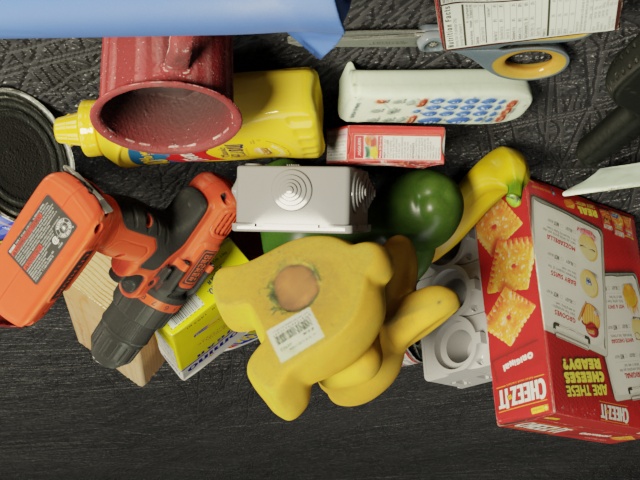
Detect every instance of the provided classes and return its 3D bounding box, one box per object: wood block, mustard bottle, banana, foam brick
[{"bbox_3d":[-0.181,0.057,1.025,0.090,0.090,0.206,35,158,7],"label":"wood block"},{"bbox_3d":[-0.094,-0.085,0.761,0.191,0.058,0.096,-3,170,4],"label":"mustard bottle"},{"bbox_3d":[0.131,-0.035,0.902,0.037,0.069,0.198,37,159,-1],"label":"banana"},{"bbox_3d":[-0.056,0.001,0.990,0.078,0.051,0.053,9,156,-26],"label":"foam brick"}]

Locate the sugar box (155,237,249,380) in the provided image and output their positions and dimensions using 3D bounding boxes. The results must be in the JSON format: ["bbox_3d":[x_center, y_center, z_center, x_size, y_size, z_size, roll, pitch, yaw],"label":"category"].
[{"bbox_3d":[-0.104,0.067,0.963,0.093,0.048,0.176,-37,164,-14],"label":"sugar box"}]

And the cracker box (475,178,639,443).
[{"bbox_3d":[0.222,0.066,0.958,0.163,0.213,0.072,15,152,-37],"label":"cracker box"}]

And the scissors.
[{"bbox_3d":[0.086,-0.129,0.726,0.202,0.016,0.096,-7,158,12],"label":"scissors"}]

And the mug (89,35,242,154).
[{"bbox_3d":[-0.093,-0.114,0.657,0.093,0.081,0.117,3,158,-12],"label":"mug"}]

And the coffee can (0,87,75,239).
[{"bbox_3d":[-0.268,-0.043,0.792,0.141,0.103,0.102,-17,154,32],"label":"coffee can"}]

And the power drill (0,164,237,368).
[{"bbox_3d":[-0.154,0.022,0.779,0.184,0.057,0.187,-55,158,13],"label":"power drill"}]

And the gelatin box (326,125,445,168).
[{"bbox_3d":[0.047,-0.070,0.808,0.073,0.030,0.089,1,-177,-10],"label":"gelatin box"}]

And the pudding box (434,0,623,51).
[{"bbox_3d":[0.123,-0.156,0.633,0.113,0.039,0.090,-4,159,9],"label":"pudding box"}]
